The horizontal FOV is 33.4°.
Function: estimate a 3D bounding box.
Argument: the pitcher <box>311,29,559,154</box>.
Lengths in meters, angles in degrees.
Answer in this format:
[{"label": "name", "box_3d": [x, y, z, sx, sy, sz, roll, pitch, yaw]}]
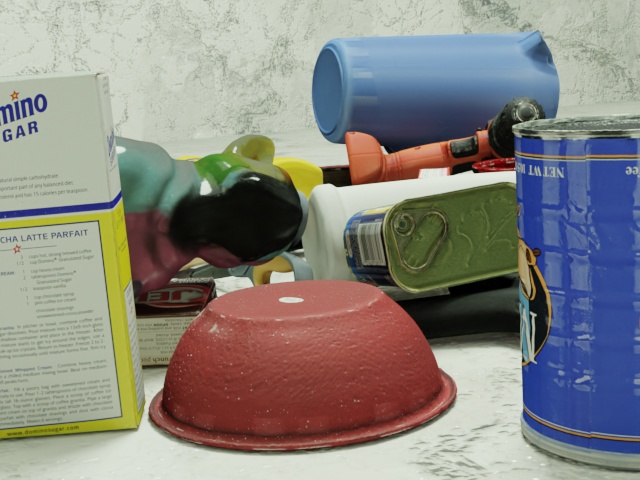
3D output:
[{"label": "pitcher", "box_3d": [0.116, -0.150, 1.138, 0.242, 0.149, 0.145, -2, 8, -20]}]

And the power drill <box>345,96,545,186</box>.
[{"label": "power drill", "box_3d": [0.120, -0.086, 1.035, 0.187, 0.057, 0.184, -7, -12, 1]}]

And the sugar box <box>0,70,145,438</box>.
[{"label": "sugar box", "box_3d": [-0.142, 0.007, 0.527, 0.093, 0.176, 0.048, -4, 9, -3]}]

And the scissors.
[{"label": "scissors", "box_3d": [-0.055, 0.001, 0.819, 0.016, 0.096, 0.202, 7, 6, -29]}]

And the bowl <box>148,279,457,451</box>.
[{"label": "bowl", "box_3d": [-0.011, 0.056, 0.557, 0.162, 0.055, 0.162, -4, 9, 0]}]

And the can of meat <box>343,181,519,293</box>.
[{"label": "can of meat", "box_3d": [0.073, -0.002, 0.684, 0.102, 0.057, 0.084, -11, 3, -18]}]

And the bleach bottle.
[{"label": "bleach bottle", "box_3d": [0.116, -0.016, 0.794, 0.250, 0.068, 0.103, -10, -20, -11]}]

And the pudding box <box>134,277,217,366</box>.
[{"label": "pudding box", "box_3d": [-0.124, 0.051, 0.676, 0.113, 0.039, 0.090, -4, 10, 1]}]

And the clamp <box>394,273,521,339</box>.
[{"label": "clamp", "box_3d": [0.124, 0.040, 0.657, 0.210, 0.036, 0.164, -1, 10, 41]}]
